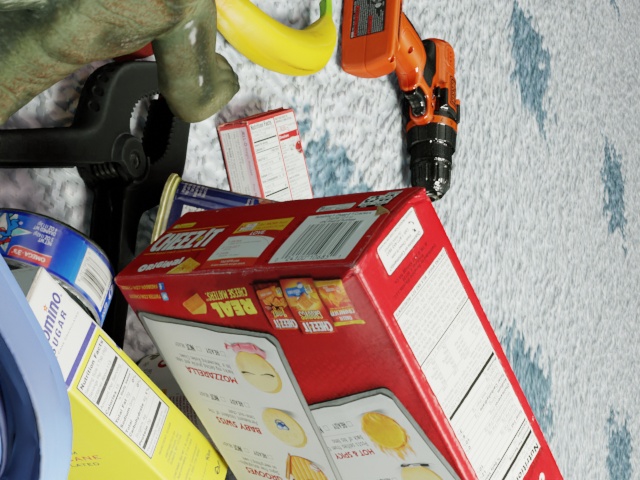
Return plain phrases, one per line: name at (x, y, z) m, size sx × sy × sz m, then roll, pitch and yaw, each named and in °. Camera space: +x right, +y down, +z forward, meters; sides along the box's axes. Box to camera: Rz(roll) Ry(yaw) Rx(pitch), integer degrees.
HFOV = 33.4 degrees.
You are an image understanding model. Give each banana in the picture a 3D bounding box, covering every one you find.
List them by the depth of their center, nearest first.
banana at (-0.033, -0.164, 0.850) m, size 0.197 × 0.037 × 0.069 m, roll -15°, pitch 79°, yaw -63°

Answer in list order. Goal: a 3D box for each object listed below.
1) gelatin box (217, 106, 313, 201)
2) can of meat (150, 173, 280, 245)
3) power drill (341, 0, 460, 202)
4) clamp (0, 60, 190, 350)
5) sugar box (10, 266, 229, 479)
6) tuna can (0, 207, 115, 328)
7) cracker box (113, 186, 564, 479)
gelatin box at (-0.040, -0.052, 0.811) m, size 0.073 × 0.030 × 0.089 m, roll -29°, pitch 108°, yaw -59°
can of meat at (-0.054, 0.001, 0.668) m, size 0.102 × 0.084 × 0.057 m, roll 84°, pitch 19°, yaw -81°
power drill at (0.083, -0.150, 1.039) m, size 0.187 × 0.057 × 0.184 m, roll 43°, pitch 43°, yaw -54°
clamp at (-0.130, -0.050, 0.632) m, size 0.164 × 0.036 × 0.209 m, roll 62°, pitch 36°, yaw -40°
sugar box at (-0.130, 0.086, 0.541) m, size 0.176 × 0.093 × 0.048 m, roll 53°, pitch 40°, yaw -41°
tuna can at (-0.147, 0.022, 0.532) m, size 0.086 × 0.086 × 0.033 m, roll 53°, pitch 38°, yaw -42°
cracker box at (0.017, 0.081, 0.532) m, size 0.072 × 0.164 × 0.213 m, roll -48°, pitch 119°, yaw -38°
